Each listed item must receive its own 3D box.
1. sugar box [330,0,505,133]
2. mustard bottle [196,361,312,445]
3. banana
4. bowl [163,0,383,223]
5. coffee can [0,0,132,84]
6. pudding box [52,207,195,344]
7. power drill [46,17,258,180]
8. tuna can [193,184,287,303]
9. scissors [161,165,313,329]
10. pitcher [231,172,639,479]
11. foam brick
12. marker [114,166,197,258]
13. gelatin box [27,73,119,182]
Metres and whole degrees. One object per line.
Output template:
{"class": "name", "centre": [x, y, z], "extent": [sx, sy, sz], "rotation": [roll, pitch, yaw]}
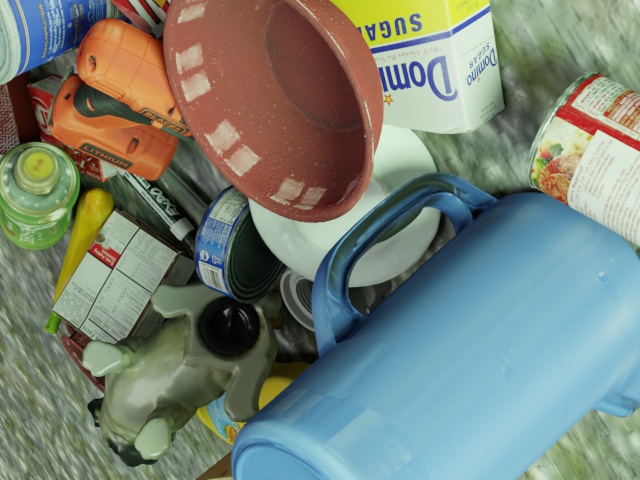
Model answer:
{"class": "sugar box", "centre": [0.044, -0.149, 0.597], "extent": [0.093, 0.048, 0.176], "rotation": [14, 126, 42]}
{"class": "mustard bottle", "centre": [-0.059, 0.142, 0.933], "extent": [0.192, 0.058, 0.096], "rotation": [7, 121, 45]}
{"class": "banana", "centre": [-0.221, 0.008, 1.007], "extent": [0.037, 0.069, 0.198], "rotation": [16, 133, -12]}
{"class": "bowl", "centre": [-0.018, -0.092, 0.627], "extent": [0.162, 0.055, 0.162], "rotation": [29, 139, 29]}
{"class": "coffee can", "centre": [-0.192, -0.184, 0.755], "extent": [0.103, 0.140, 0.103], "rotation": [29, 137, 31]}
{"class": "pudding box", "centre": [-0.172, 0.040, 0.942], "extent": [0.090, 0.113, 0.039], "rotation": [32, -178, 28]}
{"class": "power drill", "centre": [-0.106, -0.087, 0.766], "extent": [0.184, 0.057, 0.188], "rotation": [28, 163, -25]}
{"class": "tuna can", "centre": [-0.055, 0.001, 0.791], "extent": [0.034, 0.086, 0.086], "rotation": [20, 132, 29]}
{"class": "scissors", "centre": [-0.084, 0.002, 0.887], "extent": [0.202, 0.016, 0.096], "rotation": [35, 140, 25]}
{"class": "pitcher", "centre": [0.062, 0.073, 0.584], "extent": [0.149, 0.242, 0.145], "rotation": [19, 129, 38]}
{"class": "foam brick", "centre": [-0.287, -0.121, 0.947], "extent": [0.053, 0.051, 0.078], "rotation": [2, 121, 7]}
{"class": "marker", "centre": [-0.134, -0.028, 0.917], "extent": [0.121, 0.020, 0.020], "rotation": [48, 144, 10]}
{"class": "gelatin box", "centre": [-0.217, -0.100, 0.944], "extent": [0.089, 0.030, 0.073], "rotation": [24, 134, 35]}
